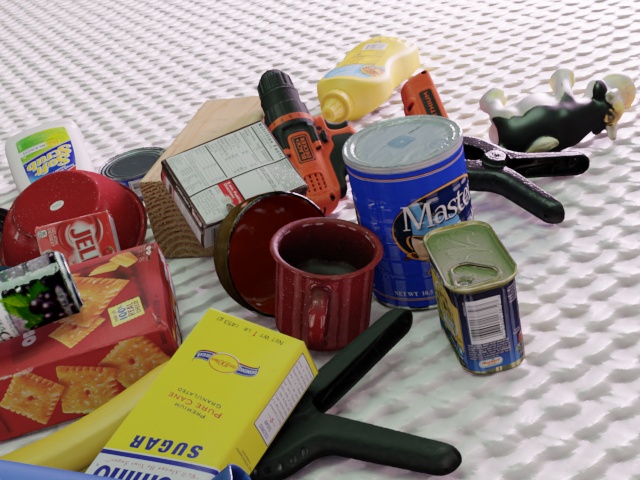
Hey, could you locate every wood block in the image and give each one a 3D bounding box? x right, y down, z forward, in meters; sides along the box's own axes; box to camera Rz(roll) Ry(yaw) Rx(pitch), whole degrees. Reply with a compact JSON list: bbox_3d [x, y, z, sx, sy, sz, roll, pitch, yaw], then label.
[{"bbox_3d":[-0.108,-0.073,1.151,0.090,0.091,0.206,-3,29,17],"label":"wood block"}]

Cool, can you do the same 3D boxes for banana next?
[{"bbox_3d":[-0.183,0.148,0.814,0.197,0.037,0.070,-25,35,-6],"label":"banana"}]

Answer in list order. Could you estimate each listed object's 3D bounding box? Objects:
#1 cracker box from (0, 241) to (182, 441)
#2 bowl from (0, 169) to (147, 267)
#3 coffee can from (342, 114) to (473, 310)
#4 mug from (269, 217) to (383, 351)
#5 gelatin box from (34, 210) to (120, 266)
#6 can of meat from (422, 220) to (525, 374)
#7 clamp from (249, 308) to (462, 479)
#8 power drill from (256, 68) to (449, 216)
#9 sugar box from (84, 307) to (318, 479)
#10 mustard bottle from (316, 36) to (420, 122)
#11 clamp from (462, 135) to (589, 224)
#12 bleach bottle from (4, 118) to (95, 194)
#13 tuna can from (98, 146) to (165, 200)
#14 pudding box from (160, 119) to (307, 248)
[{"bbox_3d":[-0.230,0.087,0.929,0.213,0.072,0.164,-16,28,-3],"label":"cracker box"},{"bbox_3d":[-0.263,-0.021,1.102,0.162,0.055,0.162,-6,51,7],"label":"bowl"},{"bbox_3d":[0.081,-0.025,0.929,0.103,0.140,0.103,-10,28,5],"label":"coffee can"},{"bbox_3d":[0.002,0.045,0.883,0.093,0.081,0.117,4,32,1],"label":"mug"},{"bbox_3d":[-0.229,0.022,1.032,0.073,0.089,0.030,-14,-7,-3],"label":"gelatin box"},{"bbox_3d":[0.122,0.045,0.844,0.057,0.084,0.102,-14,28,-3],"label":"can of meat"},{"bbox_3d":[-0.008,0.124,0.797,0.210,0.036,0.164,-12,36,7],"label":"clamp"},{"bbox_3d":[0.037,-0.123,1.143,0.187,0.057,0.184,-16,66,-8],"label":"power drill"},{"bbox_3d":[-0.088,0.135,0.751,0.093,0.048,0.176,16,54,32],"label":"sugar box"},{"bbox_3d":[0.049,-0.198,1.349,0.096,0.058,0.191,5,32,27],"label":"mustard bottle"},{"bbox_3d":[0.175,-0.064,1.050,0.171,0.039,0.120,8,29,13],"label":"clamp"},{"bbox_3d":[-0.302,-0.067,1.254,0.102,0.068,0.251,-21,31,-16],"label":"bleach bottle"},{"bbox_3d":[-0.218,-0.078,1.267,0.086,0.034,0.086,-10,28,5],"label":"tuna can"},{"bbox_3d":[-0.082,-0.055,1.009,0.113,0.039,0.090,-24,63,-22],"label":"pudding box"}]
